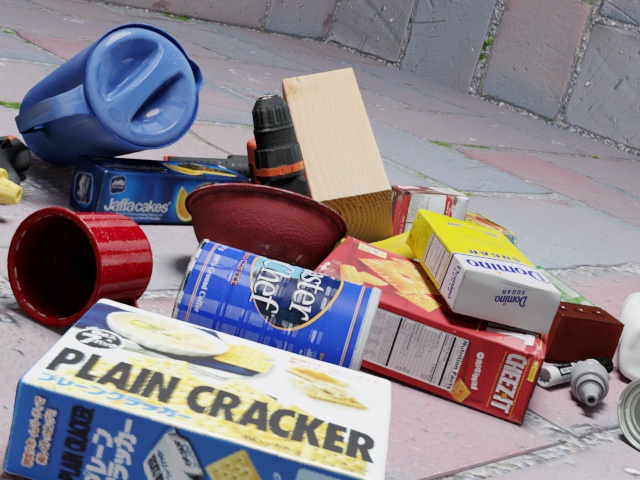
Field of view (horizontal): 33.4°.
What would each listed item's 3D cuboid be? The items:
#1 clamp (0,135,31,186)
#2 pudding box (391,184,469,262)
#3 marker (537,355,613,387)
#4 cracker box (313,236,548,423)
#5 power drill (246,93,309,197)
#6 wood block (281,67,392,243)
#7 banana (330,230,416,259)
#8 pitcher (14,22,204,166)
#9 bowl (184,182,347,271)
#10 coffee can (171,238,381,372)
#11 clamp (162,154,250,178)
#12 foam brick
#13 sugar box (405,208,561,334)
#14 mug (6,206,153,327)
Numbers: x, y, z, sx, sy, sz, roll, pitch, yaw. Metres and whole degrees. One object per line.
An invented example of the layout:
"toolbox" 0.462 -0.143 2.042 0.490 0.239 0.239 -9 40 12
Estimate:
"clamp" -0.353 -0.083 1.152 0.120 0.039 0.171 19 20 8
"pudding box" 0.125 -0.018 1.283 0.113 0.090 0.039 2 15 -42
"marker" 0.248 0.126 1.030 0.120 0.020 0.020 -1 22 -46
"cracker box" 0.097 0.073 0.972 0.214 0.072 0.164 19 16 10
"power drill" -0.049 -0.075 1.188 0.057 0.184 0.188 -8 11 -4
"wood block" 0.018 -0.097 1.261 0.090 0.090 0.206 -11 50 -4
"banana" 0.061 0.012 1.168 0.197 0.070 0.037 -1 54 -53
"pitcher" -0.257 -0.149 1.195 0.149 0.145 0.243 31 -22 -29
"bowl" -0.057 0.001 1.030 0.162 0.055 0.162 8 -20 3
"coffee can" -0.035 0.067 0.805 0.140 0.103 0.102 16 15 4
"clamp" -0.107 -0.095 1.409 0.209 0.036 0.165 0 4 -17
"foam brick" 0.258 0.094 1.090 0.078 0.051 0.053 9 16 -21
"sugar box" 0.144 0.024 0.970 0.093 0.048 0.176 14 13 -14
"mug" -0.181 0.028 0.853 0.117 0.093 0.081 53 22 14
